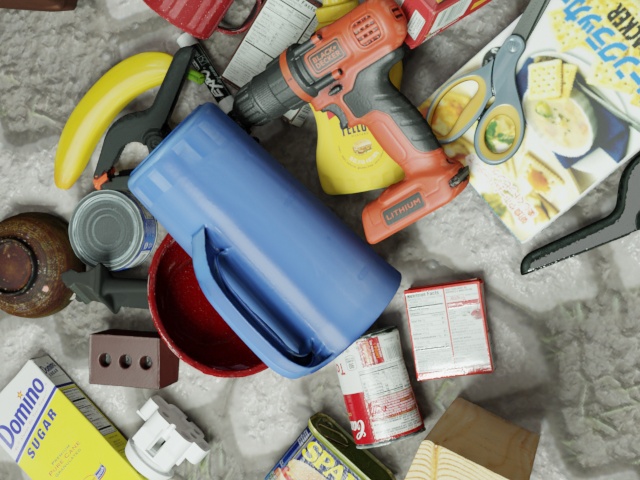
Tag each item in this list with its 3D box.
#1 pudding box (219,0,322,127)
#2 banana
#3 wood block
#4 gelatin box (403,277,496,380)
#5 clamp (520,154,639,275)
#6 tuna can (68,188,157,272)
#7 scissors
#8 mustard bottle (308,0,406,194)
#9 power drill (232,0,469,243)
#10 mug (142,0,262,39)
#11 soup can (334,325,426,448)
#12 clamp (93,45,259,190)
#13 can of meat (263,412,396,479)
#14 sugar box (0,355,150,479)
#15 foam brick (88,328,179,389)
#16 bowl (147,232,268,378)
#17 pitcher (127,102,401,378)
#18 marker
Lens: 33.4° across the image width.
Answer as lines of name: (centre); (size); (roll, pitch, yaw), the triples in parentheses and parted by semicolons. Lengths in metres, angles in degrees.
pudding box: (-0.031, -0.181, 1.036); (0.090, 0.039, 0.113); (34, 97, 10)
banana: (-0.209, -0.133, 1.079); (0.198, 0.037, 0.070); (-36, 69, 17)
wood block: (0.126, 0.208, 0.915); (0.090, 0.206, 0.091); (25, 97, 13)
gelatin box: (0.122, 0.084, 1.005); (0.073, 0.030, 0.089); (-9, 88, 16)
clamp: (0.288, -0.016, 0.956); (0.165, 0.036, 0.210); (25, 95, 12)
tuna can: (-0.212, -0.010, 1.088); (0.086, 0.033, 0.086); (0, 91, 14)
scissors: (0.176, -0.149, 0.925); (0.202, 0.016, 0.096); (-45, 80, 12)
mustard bottle: (0.030, -0.143, 0.986); (0.096, 0.058, 0.191); (-9, 104, 12)
power drill: (0.029, -0.095, 0.935); (0.185, 0.057, 0.187); (-28, 97, 32)
mug: (-0.112, -0.244, 1.039); (0.117, 0.093, 0.081); (29, 105, -24)
soup can: (0.054, 0.137, 1.004); (0.068, 0.068, 0.102); (-16, 87, 14)
clamp: (-0.158, -0.110, 1.046); (0.171, 0.039, 0.120); (-23, 98, 13)
can of meat: (0.006, 0.231, 1.024); (0.102, 0.057, 0.084); (41, 103, 11)
sugar box: (-0.260, 0.212, 1.098); (0.176, 0.048, 0.093); (43, 100, 9)
foam brick: (-0.187, 0.119, 1.074); (0.078, 0.051, 0.053); (1, 92, 14)
bowl: (-0.097, 0.053, 1.024); (0.161, 0.055, 0.162); (6, 77, -27)
pitcher: (-0.056, 0.001, 0.948); (0.242, 0.149, 0.145); (45, 83, -9)
marker: (-0.105, -0.155, 1.065); (0.020, 0.020, 0.121); (-34, 83, 12)
